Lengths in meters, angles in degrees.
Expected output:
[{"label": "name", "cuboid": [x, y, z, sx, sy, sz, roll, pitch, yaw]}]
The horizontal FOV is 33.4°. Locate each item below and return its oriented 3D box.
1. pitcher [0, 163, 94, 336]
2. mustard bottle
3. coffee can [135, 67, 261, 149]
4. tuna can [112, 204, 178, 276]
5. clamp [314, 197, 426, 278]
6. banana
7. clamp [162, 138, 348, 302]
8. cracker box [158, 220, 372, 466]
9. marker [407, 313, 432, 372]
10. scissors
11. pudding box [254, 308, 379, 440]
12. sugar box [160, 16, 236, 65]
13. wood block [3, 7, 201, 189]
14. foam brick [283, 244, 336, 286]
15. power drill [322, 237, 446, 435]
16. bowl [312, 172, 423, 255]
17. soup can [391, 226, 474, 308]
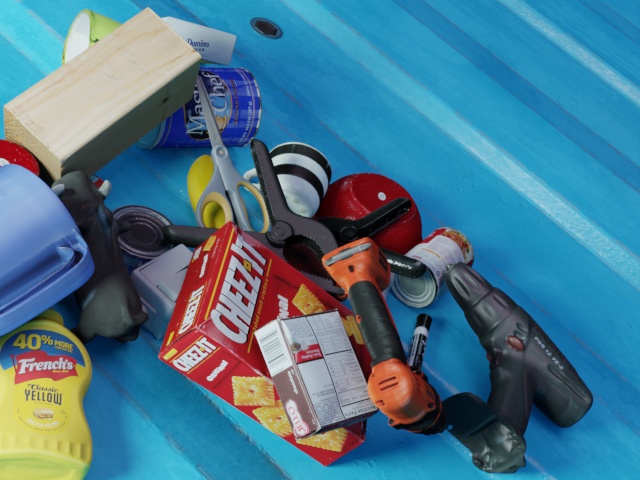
[{"label": "pitcher", "cuboid": [-0.328, 0.047, 0.943, 0.145, 0.149, 0.242, 49, 55, 1]}, {"label": "mustard bottle", "cuboid": [-0.259, 0.131, 0.981, 0.096, 0.058, 0.191, 11, 41, -21]}, {"label": "coffee can", "cuboid": [-0.159, -0.166, 1.335, 0.140, 0.103, 0.103, -5, 49, -35]}, {"label": "tuna can", "cuboid": [-0.200, 0.001, 1.180, 0.086, 0.034, 0.086, 17, 40, -15]}, {"label": "clamp", "cuboid": [0.042, 0.009, 1.268, 0.171, 0.039, 0.120, -14, 44, -6]}, {"label": "banana", "cuboid": [-0.122, -0.042, 1.273, 0.069, 0.037, 0.198, 7, 43, -25]}, {"label": "clamp", "cuboid": [-0.058, 0.001, 1.178, 0.210, 0.036, 0.164, 44, 67, 11]}, {"label": "cracker box", "cuboid": [-0.044, 0.103, 1.085, 0.213, 0.072, 0.164, 38, 35, -21]}, {"label": "marker", "cuboid": [0.113, 0.127, 1.242, 0.020, 0.020, 0.121, 26, 38, -4]}, {"label": "scissors", "cuboid": [-0.127, -0.085, 1.222, 0.096, 0.016, 0.202, -30, 89, -27]}, {"label": "pudding box", "cuboid": [-0.003, 0.126, 1.014, 0.089, 0.039, 0.113, -5, 69, -49]}, {"label": "sugar box", "cuboid": [-0.175, -0.262, 1.410, 0.093, 0.048, 0.176, 13, 9, -17]}, {"label": "wood block", "cuboid": [-0.239, -0.152, 1.175, 0.090, 0.091, 0.205, 43, 61, 9]}, {"label": "foam brick", "cuboid": [-0.021, 0.048, 1.222, 0.078, 0.053, 0.051, 44, 41, 18]}, {"label": "power drill", "cuboid": [0.070, 0.102, 1.077, 0.184, 0.057, 0.188, 50, 17, -64]}, {"label": "bowl", "cuboid": [0.070, -0.036, 1.369, 0.162, 0.055, 0.162, 17, 39, -14]}, {"label": "soup can", "cuboid": [0.138, 0.033, 1.322, 0.068, 0.069, 0.102, 40, 40, 14]}]
